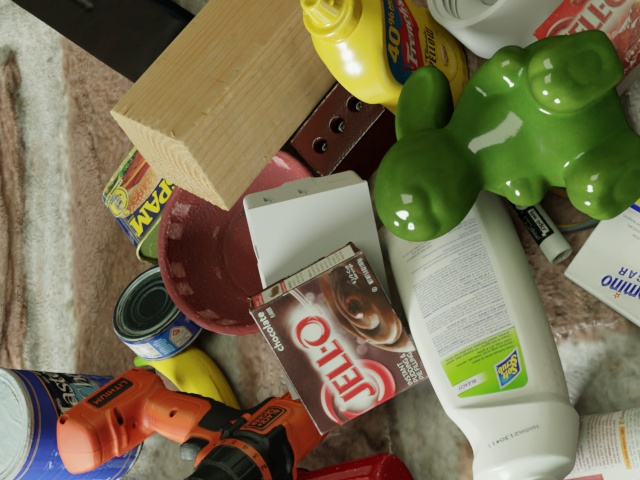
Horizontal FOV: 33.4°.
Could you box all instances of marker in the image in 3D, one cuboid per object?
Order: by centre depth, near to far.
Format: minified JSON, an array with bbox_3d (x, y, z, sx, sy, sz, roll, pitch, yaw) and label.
[{"bbox_3d":[0.144,-0.035,0.785,0.020,0.020,0.121,-41,62,20],"label":"marker"}]

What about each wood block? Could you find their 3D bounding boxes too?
[{"bbox_3d":[-0.058,-0.139,0.867,0.091,0.090,0.206,27,70,35],"label":"wood block"}]

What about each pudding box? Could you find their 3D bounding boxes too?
[{"bbox_3d":[0.013,0.070,0.765,0.090,0.039,0.113,-29,105,0],"label":"pudding box"}]

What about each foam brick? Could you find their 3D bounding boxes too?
[{"bbox_3d":[0.026,-0.088,0.872,0.078,0.051,0.053,-50,59,15],"label":"foam brick"}]

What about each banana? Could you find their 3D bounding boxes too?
[{"bbox_3d":[-0.095,0.155,0.918,0.198,0.037,0.070,55,129,29],"label":"banana"}]

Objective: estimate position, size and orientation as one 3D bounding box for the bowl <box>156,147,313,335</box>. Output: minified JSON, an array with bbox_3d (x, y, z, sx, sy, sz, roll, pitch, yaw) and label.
[{"bbox_3d":[-0.056,0.001,0.900,0.162,0.055,0.162,-4,80,25],"label":"bowl"}]

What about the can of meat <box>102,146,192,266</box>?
[{"bbox_3d":[-0.143,-0.042,0.973,0.102,0.057,0.084,-50,56,15],"label":"can of meat"}]

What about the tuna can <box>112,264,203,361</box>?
[{"bbox_3d":[-0.141,0.062,0.944,0.086,0.033,0.086,-20,44,21],"label":"tuna can"}]

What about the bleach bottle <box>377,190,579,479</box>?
[{"bbox_3d":[0.110,0.079,0.731,0.103,0.068,0.251,-31,46,24],"label":"bleach bottle"}]

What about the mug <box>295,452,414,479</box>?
[{"bbox_3d":[0.027,0.216,0.789,0.082,0.093,0.117,-20,54,24],"label":"mug"}]

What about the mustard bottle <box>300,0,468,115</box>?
[{"bbox_3d":[0.044,-0.146,0.787,0.058,0.191,0.096,-11,75,31],"label":"mustard bottle"}]

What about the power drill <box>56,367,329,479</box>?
[{"bbox_3d":[-0.107,0.157,0.806,0.188,0.184,0.057,7,112,32],"label":"power drill"}]

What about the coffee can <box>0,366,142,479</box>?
[{"bbox_3d":[-0.241,0.167,0.946,0.103,0.140,0.103,-7,77,32],"label":"coffee can"}]
